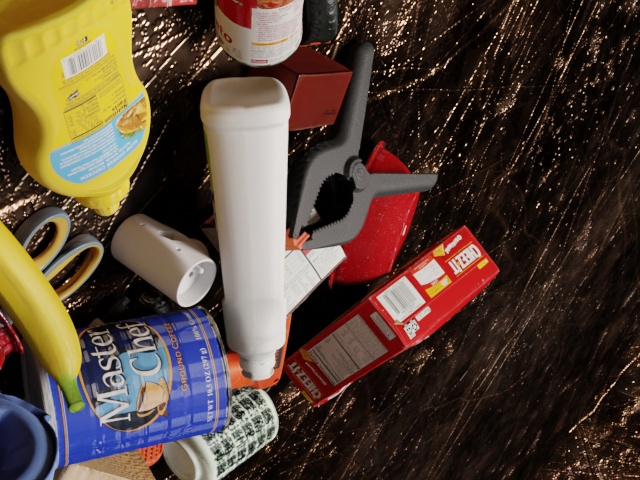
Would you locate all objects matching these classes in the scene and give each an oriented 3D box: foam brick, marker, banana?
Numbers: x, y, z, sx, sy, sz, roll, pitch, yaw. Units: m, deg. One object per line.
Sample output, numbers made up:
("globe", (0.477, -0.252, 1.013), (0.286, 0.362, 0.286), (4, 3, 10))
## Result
("foam brick", (-0.021, -0.128, 0.900), (0.078, 0.051, 0.053), (-15, 132, -53))
("marker", (-0.199, 0.093, 0.876), (0.121, 0.020, 0.020), (-50, 152, -13))
("banana", (-0.209, 0.026, 0.719), (0.037, 0.070, 0.197), (-33, 120, -9))

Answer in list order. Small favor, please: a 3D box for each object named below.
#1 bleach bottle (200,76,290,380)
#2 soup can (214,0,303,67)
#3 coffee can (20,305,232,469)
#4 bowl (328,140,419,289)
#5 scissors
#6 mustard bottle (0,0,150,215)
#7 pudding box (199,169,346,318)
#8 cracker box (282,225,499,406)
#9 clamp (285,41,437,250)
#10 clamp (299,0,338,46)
("bleach bottle", (-0.056, 0.001, 0.861), (0.102, 0.068, 0.251), (-101, -171, -67))
("soup can", (-0.043, -0.179, 0.766), (0.068, 0.068, 0.102), (-47, 168, -20))
("coffee can", (-0.152, 0.113, 0.828), (0.140, 0.103, 0.103), (-9, 132, -23))
("bowl", (0.061, -0.017, 1.091), (0.162, 0.055, 0.162), (20, 89, -82))
("scissors", (-0.239, 0.048, 0.767), (0.201, 0.016, 0.096), (-40, 147, -30))
("mustard bottle", (-0.159, -0.086, 0.707), (0.096, 0.058, 0.192), (-41, 149, -27))
("pudding box", (-0.041, 0.001, 0.960), (0.090, 0.039, 0.113), (-44, 110, -23))
("cracker box", (0.073, 0.087, 1.166), (0.163, 0.072, 0.214), (-35, 175, -37))
("clamp", (0.021, -0.070, 0.963), (0.209, 0.036, 0.164), (-43, 118, -37))
("clamp", (-0.004, -0.220, 0.814), (0.171, 0.039, 0.120), (104, -16, -66))
